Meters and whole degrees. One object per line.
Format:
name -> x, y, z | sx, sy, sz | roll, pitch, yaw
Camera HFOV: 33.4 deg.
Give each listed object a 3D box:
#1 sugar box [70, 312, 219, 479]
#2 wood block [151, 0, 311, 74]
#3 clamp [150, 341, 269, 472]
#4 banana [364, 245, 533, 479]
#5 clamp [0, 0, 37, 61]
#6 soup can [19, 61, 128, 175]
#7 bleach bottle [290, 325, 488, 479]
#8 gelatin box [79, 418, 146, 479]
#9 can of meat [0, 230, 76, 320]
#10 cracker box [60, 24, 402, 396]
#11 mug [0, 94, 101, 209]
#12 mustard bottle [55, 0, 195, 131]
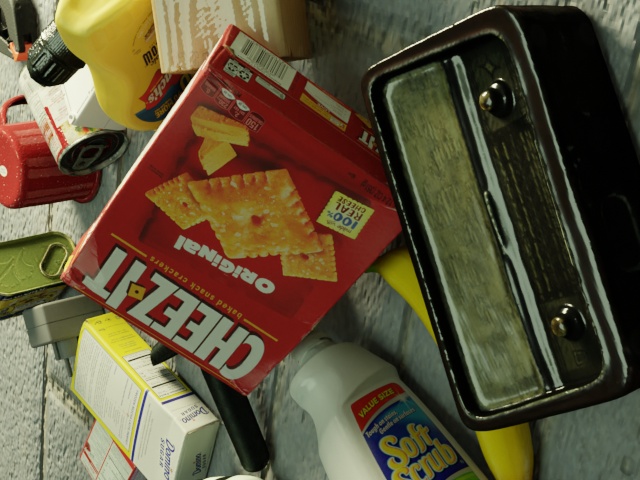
sugar box -> -0.169, 0.155, 1.011 | 0.176, 0.048, 0.093 | 39, 127, 31
wood block -> -0.069, -0.223, 0.737 | 0.090, 0.090, 0.206 | -5, 97, 13
clamp -> -0.104, 0.079, 0.892 | 0.165, 0.036, 0.210 | 35, 142, 39
banana -> 0.092, 0.073, 0.700 | 0.198, 0.037, 0.070 | 60, 159, 22
clamp -> -0.331, -0.262, 1.088 | 0.171, 0.039, 0.120 | 52, 138, 18
soup can -> -0.229, -0.120, 0.987 | 0.069, 0.068, 0.102 | -48, 64, 44
bleach bottle -> 0.045, 0.152, 0.709 | 0.251, 0.102, 0.068 | 51, 138, 37
gelatin box -> -0.206, 0.221, 1.082 | 0.073, 0.030, 0.089 | 51, 133, 25
can of meat -> -0.308, 0.040, 1.096 | 0.084, 0.101, 0.057 | -42, 69, 48
cracker box -> -0.055, -0.011, 0.727 | 0.164, 0.072, 0.214 | 34, 122, -11
mug -> -0.276, -0.087, 1.038 | 0.093, 0.081, 0.117 | -23, 82, 49
mustard bottle -> -0.137, -0.140, 0.831 | 0.058, 0.096, 0.191 | 28, 160, 19
